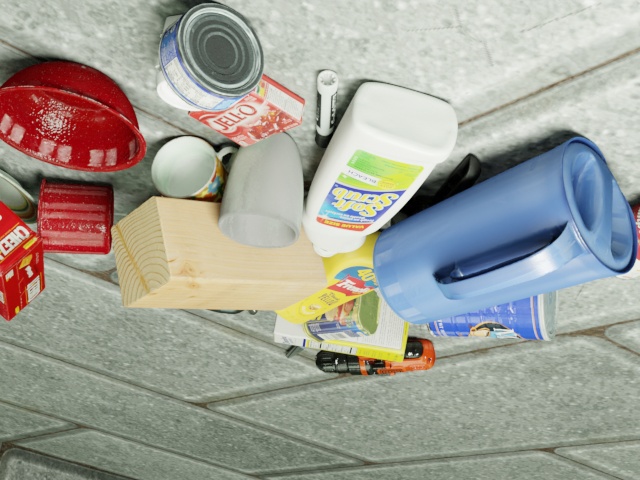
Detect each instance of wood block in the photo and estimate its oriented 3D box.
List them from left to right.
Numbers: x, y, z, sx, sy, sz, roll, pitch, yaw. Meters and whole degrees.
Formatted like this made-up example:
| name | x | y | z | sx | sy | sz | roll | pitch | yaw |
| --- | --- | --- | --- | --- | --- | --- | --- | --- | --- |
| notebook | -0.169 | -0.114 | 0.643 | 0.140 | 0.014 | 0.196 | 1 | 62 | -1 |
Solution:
| name | x | y | z | sx | sy | sz | roll | pitch | yaw |
| --- | --- | --- | --- | --- | --- | --- | --- | --- | --- |
| wood block | -0.104 | 0.018 | 1.125 | 0.205 | 0.091 | 0.090 | 4 | 156 | -42 |

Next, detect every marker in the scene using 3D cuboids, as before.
| name | x | y | z | sx | sy | sz | roll | pitch | yaw |
| --- | --- | --- | --- | --- | --- | --- | --- | --- | --- |
| marker | 0.005 | -0.121 | 1.009 | 0.020 | 0.020 | 0.121 | 9 | 157 | 2 |

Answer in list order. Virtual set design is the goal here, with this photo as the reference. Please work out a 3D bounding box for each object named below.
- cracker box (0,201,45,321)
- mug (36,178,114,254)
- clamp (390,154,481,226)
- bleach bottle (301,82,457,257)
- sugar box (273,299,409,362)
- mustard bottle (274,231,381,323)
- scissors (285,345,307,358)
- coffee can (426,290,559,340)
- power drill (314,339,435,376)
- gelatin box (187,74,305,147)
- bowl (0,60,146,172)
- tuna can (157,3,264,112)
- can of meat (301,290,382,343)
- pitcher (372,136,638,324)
| name | x | y | z | sx | sy | sz | roll | pitch | yaw |
| --- | --- | --- | --- | --- | --- | --- | --- | --- | --- |
| cracker box | -0.410 | -0.024 | 1.214 | 0.214 | 0.072 | 0.164 | 41 | 156 | 5 |
| mug | -0.287 | -0.028 | 1.265 | 0.081 | 0.093 | 0.117 | 3 | -168 | -8 |
| clamp | 0.121 | -0.031 | 1.150 | 0.165 | 0.036 | 0.209 | -4 | 150 | 30 |
| bleach bottle | 0.044 | -0.052 | 1.052 | 0.102 | 0.068 | 0.251 | 16 | 148 | -7 |
| sugar box | 0.030 | 0.102 | 1.424 | 0.176 | 0.093 | 0.048 | 9 | 157 | 4 |
| mustard bottle | 0.033 | 0.036 | 1.268 | 0.192 | 0.058 | 0.096 | -26 | 148 | 18 |
| scissors | -0.036 | 0.153 | 1.662 | 0.096 | 0.016 | 0.202 | 21 | 153 | -29 |
| coffee can | 0.202 | 0.065 | 1.257 | 0.140 | 0.103 | 0.102 | 0 | 155 | 22 |
| power drill | 0.065 | 0.149 | 1.552 | 0.184 | 0.057 | 0.187 | -6 | 156 | 13 |
| gelatin box | -0.071 | -0.125 | 1.014 | 0.073 | 0.030 | 0.089 | 28 | 150 | -37 |
| bowl | -0.244 | -0.128 | 1.044 | 0.162 | 0.055 | 0.162 | 8 | 157 | 3 |
| tuna can | -0.090 | -0.153 | 0.888 | 0.086 | 0.086 | 0.034 | 23 | 152 | -29 |
| can of meat | 0.029 | 0.075 | 1.353 | 0.084 | 0.102 | 0.057 | -9 | 151 | 32 |
| pitcher | 0.168 | 0.006 | 1.034 | 0.243 | 0.145 | 0.149 | -23 | 149 | 37 |
